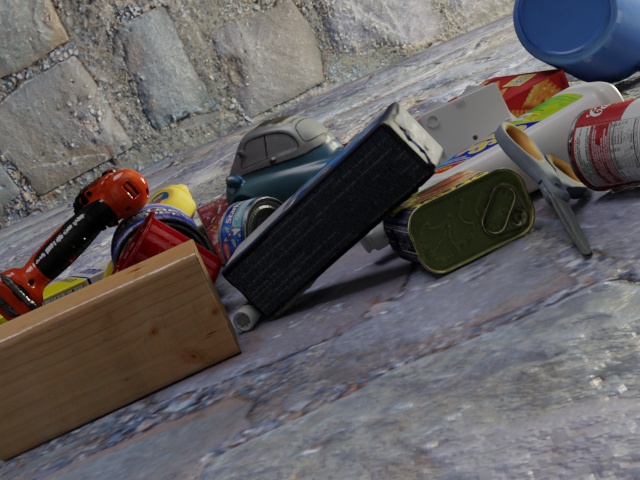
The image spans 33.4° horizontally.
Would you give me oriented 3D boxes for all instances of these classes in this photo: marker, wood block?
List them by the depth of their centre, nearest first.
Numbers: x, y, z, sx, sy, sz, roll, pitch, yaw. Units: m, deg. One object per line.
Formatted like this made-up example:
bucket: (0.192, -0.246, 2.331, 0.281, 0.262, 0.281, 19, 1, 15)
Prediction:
wood block: (-0.180, 0.085, 0.873, 0.206, 0.090, 0.091, -25, 10, -4)
marker: (-0.047, 0.049, 0.953, 0.020, 0.020, 0.121, -18, 12, 24)

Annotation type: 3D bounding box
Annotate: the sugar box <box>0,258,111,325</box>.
sugar box: (-0.326, 0.077, 1.311, 0.176, 0.048, 0.093, -28, 12, -16)

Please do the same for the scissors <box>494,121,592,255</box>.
scissors: (0.192, -0.032, 0.818, 0.016, 0.096, 0.202, -55, 31, 22)

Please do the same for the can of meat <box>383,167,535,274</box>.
can of meat: (0.108, -0.018, 0.860, 0.102, 0.057, 0.084, -26, 9, -10)

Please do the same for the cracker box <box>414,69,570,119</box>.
cracker box: (0.148, -0.112, 1.164, 0.213, 0.072, 0.164, -27, 13, -17)

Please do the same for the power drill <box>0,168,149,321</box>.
power drill: (-0.271, 0.002, 1.120, 0.187, 0.057, 0.185, -49, 15, -21)

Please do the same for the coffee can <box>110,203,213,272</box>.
coffee can: (-0.167, 0.019, 1.116, 0.102, 0.103, 0.140, -25, 12, -7)

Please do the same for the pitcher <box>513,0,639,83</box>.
pitcher: (0.288, -0.251, 1.195, 0.149, 0.145, 0.242, -7, 3, 26)

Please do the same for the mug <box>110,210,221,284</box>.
mug: (-0.151, 0.042, 0.994, 0.093, 0.081, 0.117, -36, 26, 61)

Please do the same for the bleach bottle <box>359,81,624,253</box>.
bleach bottle: (0.148, -0.057, 0.949, 0.250, 0.068, 0.103, -28, 11, -10)

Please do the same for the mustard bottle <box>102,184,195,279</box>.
mustard bottle: (-0.196, -0.012, 1.292, 0.096, 0.058, 0.191, -44, 15, 34)

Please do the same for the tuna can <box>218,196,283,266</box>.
tuna can: (-0.057, 0.001, 1.022, 0.034, 0.086, 0.086, -13, 15, 37)

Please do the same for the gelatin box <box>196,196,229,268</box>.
gelatin box: (-0.083, -0.019, 1.190, 0.089, 0.073, 0.030, -25, -18, -6)
